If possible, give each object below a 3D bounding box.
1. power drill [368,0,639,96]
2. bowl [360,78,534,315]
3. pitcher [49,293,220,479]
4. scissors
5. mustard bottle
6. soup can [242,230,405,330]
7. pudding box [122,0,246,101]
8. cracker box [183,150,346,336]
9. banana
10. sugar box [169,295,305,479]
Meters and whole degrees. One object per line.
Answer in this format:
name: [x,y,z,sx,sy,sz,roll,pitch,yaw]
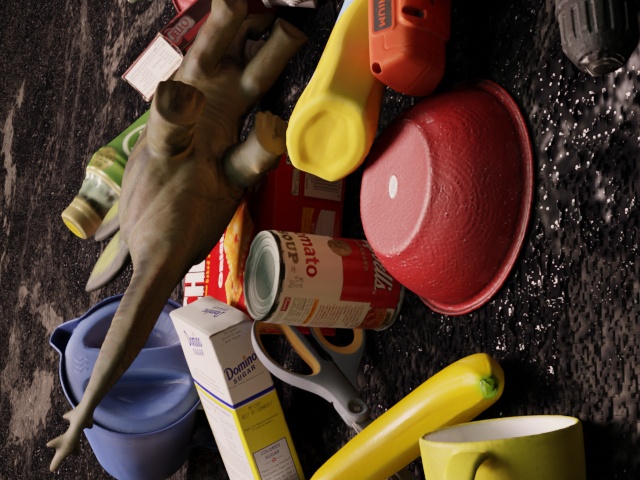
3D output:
power drill: [0.108,-0.155,0.638,0.188,0.057,0.184,-24,57,47]
bowl: [0.072,-0.032,0.713,0.162,0.055,0.162,-24,63,60]
pitcher: [-0.164,0.161,1.029,0.149,0.144,0.243,63,162,21]
scissors: [0.034,0.112,0.784,0.202,0.096,0.016,38,140,25]
mustard bottle: [0.032,-0.141,0.764,0.096,0.058,0.191,112,178,-59]
soup can: [0.002,0.030,0.786,0.069,0.102,0.068,-23,64,61]
pudding box: [-0.126,-0.183,0.977,0.090,0.039,0.114,-49,9,-28]
cracker box: [-0.056,0.001,0.943,0.214,0.072,0.164,-8,77,64]
banana: [0.057,0.121,0.690,0.198,0.069,0.037,-45,70,38]
sugar box: [-0.065,0.138,0.881,0.093,0.048,0.176,18,127,61]
